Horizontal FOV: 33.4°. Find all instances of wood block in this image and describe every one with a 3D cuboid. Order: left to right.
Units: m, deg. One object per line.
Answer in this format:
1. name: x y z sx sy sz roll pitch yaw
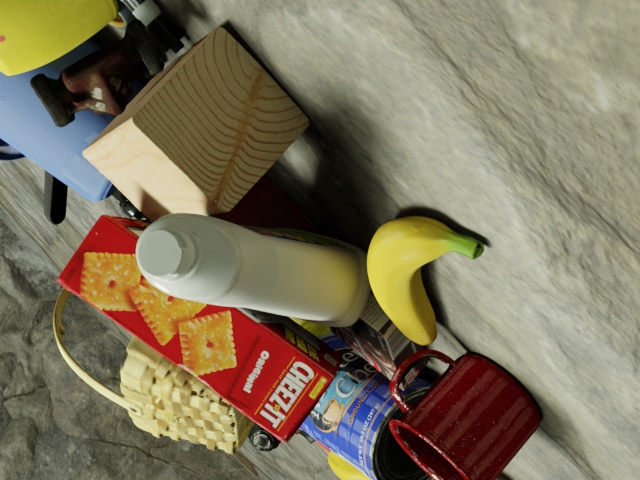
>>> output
1. wood block: -0.099 -0.075 0.789 0.090 0.090 0.206 45 164 -14

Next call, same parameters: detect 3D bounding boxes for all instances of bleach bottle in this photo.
1. bleach bottle: -0.046 0.019 0.728 0.103 0.068 0.250 14 180 19

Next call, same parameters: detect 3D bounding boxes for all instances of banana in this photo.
1. banana: 0.062 0.026 0.741 0.070 0.037 0.198 43 164 13

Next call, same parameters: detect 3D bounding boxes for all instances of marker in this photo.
1. marker: -0.140 -0.183 0.762 0.121 0.020 0.020 49 164 -12

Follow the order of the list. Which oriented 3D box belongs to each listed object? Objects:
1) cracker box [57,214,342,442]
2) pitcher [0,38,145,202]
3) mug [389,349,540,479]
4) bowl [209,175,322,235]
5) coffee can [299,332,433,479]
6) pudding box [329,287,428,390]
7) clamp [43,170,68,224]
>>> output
1. cracker box: -0.089 0.067 0.866 0.214 0.072 0.164 36 -178 4
2. pitcher: -0.260 -0.139 0.930 0.243 0.145 0.149 39 168 -4
3. mug: 0.105 0.133 0.817 0.117 0.081 0.093 45 164 1
4. bowl: -0.056 0.001 0.940 0.162 0.055 0.162 41 164 14
5. coffee can: 0.043 0.156 0.987 0.141 0.102 0.102 25 155 50
6. pudding box: 0.040 0.067 0.891 0.090 0.039 0.113 36 162 30
7. clamp: -0.257 -0.110 1.110 0.039 0.120 0.171 -18 -86 -66
